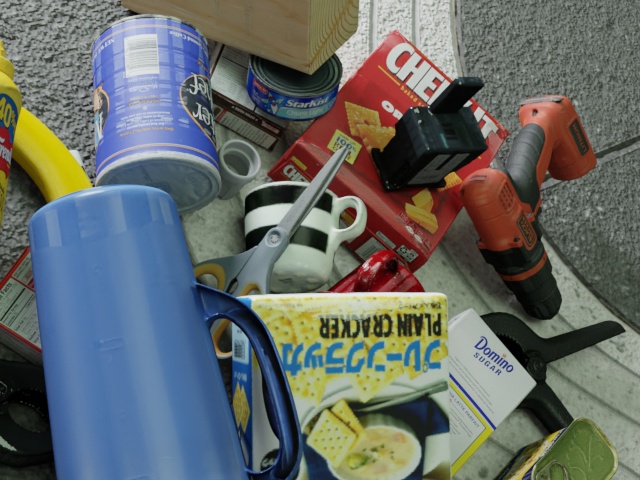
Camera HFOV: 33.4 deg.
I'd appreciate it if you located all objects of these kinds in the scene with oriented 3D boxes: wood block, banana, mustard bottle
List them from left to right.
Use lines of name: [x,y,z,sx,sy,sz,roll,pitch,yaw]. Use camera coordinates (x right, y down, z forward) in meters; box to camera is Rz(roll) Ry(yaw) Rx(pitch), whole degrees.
mustard bottle: [-0.255,-0.064,0.779,0.058,0.096,0.191,2,68,-1]
banana: [-0.231,-0.062,0.854,0.069,0.037,0.198,-13,60,-52]
wood block: [-0.074,-0.236,0.962,0.206,0.090,0.090,23,47,21]

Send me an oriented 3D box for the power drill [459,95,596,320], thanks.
power drill: [0.218,-0.039,1.065,0.184,0.057,0.187,58,47,-32]

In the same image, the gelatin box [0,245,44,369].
gelatin box: [-0.208,0.057,0.820,0.089,0.030,0.073,34,53,-8]

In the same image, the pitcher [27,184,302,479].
pitcher: [-0.121,0.087,0.747,0.148,0.145,0.243,0,71,-43]

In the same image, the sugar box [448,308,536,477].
sugar box: [0.098,0.149,0.924,0.176,0.048,0.093,-40,89,-30]

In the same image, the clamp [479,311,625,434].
clamp: [0.205,0.117,1.022,0.210,0.036,0.164,28,61,-12]

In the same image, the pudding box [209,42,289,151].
pudding box: [-0.063,-0.153,1.016,0.090,0.039,0.113,27,52,-14]

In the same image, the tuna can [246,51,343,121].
tuna can: [-0.024,-0.148,0.969,0.086,0.034,0.086,6,48,-7]

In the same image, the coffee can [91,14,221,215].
coffee can: [-0.140,-0.103,0.901,0.102,0.103,0.140,7,61,-28]

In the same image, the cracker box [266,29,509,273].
cracker box: [0.072,-0.085,1.037,0.164,0.072,0.213,42,51,-5]

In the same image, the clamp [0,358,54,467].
clamp: [-0.245,0.118,0.757,0.171,0.039,0.120,34,51,-10]

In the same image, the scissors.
scissors: [-0.056,0.001,0.882,0.096,0.016,0.201,18,78,23]

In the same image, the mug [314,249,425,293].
mug: [0.042,0.058,0.918,0.093,0.117,0.081,27,40,26]

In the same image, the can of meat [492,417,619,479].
can of meat: [0.199,0.212,0.940,0.101,0.084,0.057,-36,86,-39]
